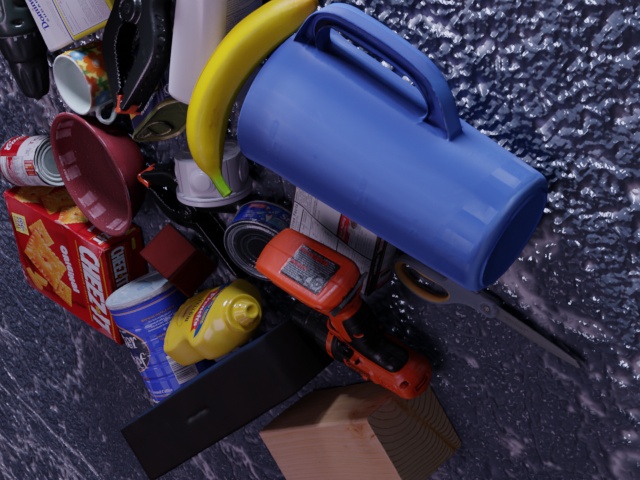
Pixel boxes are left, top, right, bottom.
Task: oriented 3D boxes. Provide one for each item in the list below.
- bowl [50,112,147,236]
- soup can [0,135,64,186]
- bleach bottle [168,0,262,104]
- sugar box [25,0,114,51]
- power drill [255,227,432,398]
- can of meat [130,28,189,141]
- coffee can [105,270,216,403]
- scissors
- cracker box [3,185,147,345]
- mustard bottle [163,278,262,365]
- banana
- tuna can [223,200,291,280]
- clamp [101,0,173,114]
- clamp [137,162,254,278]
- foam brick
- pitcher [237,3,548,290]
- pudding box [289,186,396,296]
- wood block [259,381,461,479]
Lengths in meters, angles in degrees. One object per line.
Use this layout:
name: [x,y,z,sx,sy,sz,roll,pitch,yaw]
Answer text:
bowl: [-0.256,-0.088,1.282,0.162,0.055,0.162,32,139,33]
soup can: [-0.368,-0.103,1.393,0.102,0.068,0.068,4,120,47]
bleach bottle: [-0.084,-0.245,0.943,0.068,0.102,0.251,21,127,15]
sugar box: [-0.262,-0.270,1.162,0.177,0.048,0.093,-2,115,54]
power drill: [0.011,0.066,1.039,0.185,0.057,0.187,26,163,39]
can of meat: [-0.166,-0.160,1.105,0.102,0.057,0.084,-33,70,54]
coffee can: [-0.191,0.117,1.327,0.103,0.102,0.140,-4,114,51]
scissors: [0.145,0.040,0.950,0.202,0.016,0.096,22,132,38]
cracker box: [-0.326,0.024,1.440,0.214,0.072,0.164,27,136,34]
mustard bottle: [-0.112,0.089,1.198,0.058,0.096,0.192,41,156,-14]
banana: [-0.071,-0.138,0.933,0.069,0.037,0.198,25,110,-4]
tuna can: [-0.057,0.001,1.116,0.086,0.033,0.086,16,136,16]
clamp: [-0.181,-0.231,1.046,0.165,0.036,0.210,26,108,41]
clamp: [-0.136,-0.029,1.208,0.172,0.039,0.120,29,133,32]
foam brick: [-0.164,0.023,1.239,0.051,0.053,0.078,40,173,20]
pitcher: [0.061,-0.073,0.869,0.243,0.145,0.149,35,-179,22]
pudding box: [0.022,-0.013,1.033,0.114,0.039,0.090,39,143,26]
wood block: [0.038,0.212,1.145,0.207,0.090,0.091,-21,100,53]
